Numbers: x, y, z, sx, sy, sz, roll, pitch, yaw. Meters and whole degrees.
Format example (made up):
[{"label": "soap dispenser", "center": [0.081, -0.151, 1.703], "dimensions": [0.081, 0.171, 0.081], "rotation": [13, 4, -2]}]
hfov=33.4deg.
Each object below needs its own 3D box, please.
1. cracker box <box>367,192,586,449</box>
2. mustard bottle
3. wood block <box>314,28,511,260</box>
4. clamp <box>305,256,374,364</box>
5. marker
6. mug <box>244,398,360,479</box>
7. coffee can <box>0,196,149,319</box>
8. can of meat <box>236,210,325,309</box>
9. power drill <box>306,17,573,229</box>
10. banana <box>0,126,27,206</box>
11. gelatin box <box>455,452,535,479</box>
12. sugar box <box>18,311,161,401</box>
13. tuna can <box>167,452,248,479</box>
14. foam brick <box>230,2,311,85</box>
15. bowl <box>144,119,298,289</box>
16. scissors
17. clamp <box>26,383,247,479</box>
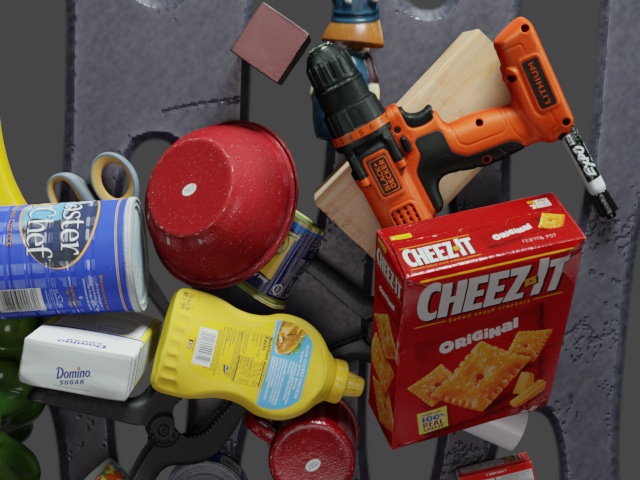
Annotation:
[{"label": "cracker box", "center": [0.131, 0.075, 0.932], "dimensions": [0.164, 0.072, 0.214], "rotation": [-12, 133, -15]}, {"label": "mustard bottle", "center": [-0.051, 0.111, 0.971], "dimensions": [0.191, 0.058, 0.096], "rotation": [16, 80, -13]}, {"label": "wood block", "center": [0.096, -0.084, 0.970], "dimensions": [0.090, 0.091, 0.206], "rotation": [43, 96, -6]}, {"label": "clamp", "center": [0.048, 0.075, 1.021], "dimensions": [0.171, 0.039, 0.120], "rotation": [0, 103, -2]}, {"label": "marker", "center": [0.247, -0.074, 1.005], "dimensions": [0.020, 0.020, 0.121], "rotation": [-29, 97, 5]}, {"label": "mug", "center": [-0.018, 0.192, 1.016], "dimensions": [0.117, 0.081, 0.093], "rotation": [29, 98, -3]}, {"label": "coffee can", "center": [-0.229, 0.017, 0.948], "dimensions": [0.140, 0.103, 0.103], "rotation": [-4, 98, -1]}, {"label": "can of meat", "center": [-0.057, 0.001, 0.991], "dimensions": [0.102, 0.057, 0.084], "rotation": [33, 96, 19]}, {"label": "power drill", "center": [0.100, -0.111, 0.891], "dimensions": [0.188, 0.057, 0.184], "rotation": [-26, 102, 7]}, {"label": "banana", "center": [-0.290, -0.047, 1.007], "dimensions": [0.069, 0.037, 0.198], "rotation": [-30, 100, 3]}, {"label": "gelatin box", "center": [0.179, 0.261, 1.050], "dimensions": [0.073, 0.030, 0.089], "rotation": [-14, 98, 1]}, {"label": "sugar box", "center": [-0.202, 0.097, 0.957], "dimensions": [0.093, 0.176, 0.048], "rotation": [10, 98, -1]}, {"label": "tuna can", "center": [-0.112, 0.252, 1.050], "dimensions": [0.086, 0.034, 0.086], "rotation": [0, 98, 1]}, {"label": "foam brick", "center": [-0.043, -0.177, 0.965], "dimensions": [0.051, 0.078, 0.053], "rotation": [35, 97, -3]}, {"label": "bowl", "center": [-0.102, -0.040, 0.955], "dimensions": [0.162, 0.055, 0.162], "rotation": [-9, 71, 27]}, {"label": "scissors", "center": [-0.173, -0.002, 1.022], "dimensions": [0.201, 0.016, 0.096], "rotation": [43, 102, -5]}, {"label": "clamp", "center": [-0.159, 0.169, 0.998], "dimensions": [0.209, 0.036, 0.164], "rotation": [-30, 101, -20]}]
